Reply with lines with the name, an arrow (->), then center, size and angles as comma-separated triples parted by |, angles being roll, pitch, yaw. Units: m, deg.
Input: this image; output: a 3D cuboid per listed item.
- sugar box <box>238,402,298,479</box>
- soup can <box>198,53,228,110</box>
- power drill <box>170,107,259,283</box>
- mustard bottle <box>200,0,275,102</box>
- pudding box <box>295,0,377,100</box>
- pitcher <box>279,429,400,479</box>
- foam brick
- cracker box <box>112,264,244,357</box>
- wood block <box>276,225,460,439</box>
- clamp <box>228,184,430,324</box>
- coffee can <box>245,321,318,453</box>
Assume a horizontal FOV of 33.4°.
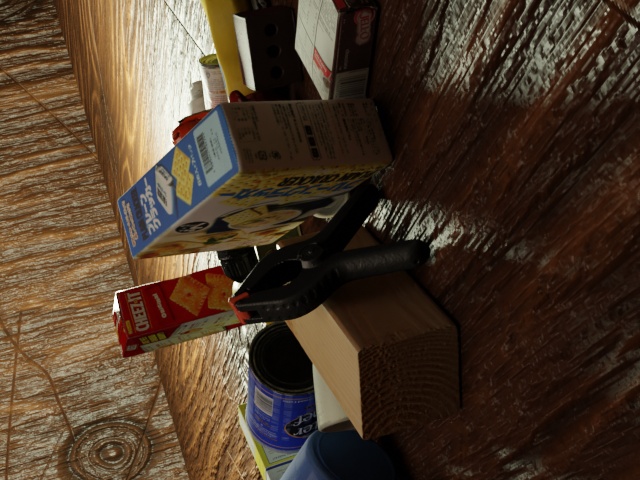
sugar box -> -0.035, 0.272, 1.358 | 0.176, 0.093, 0.048 | -119, 21, -44
soup can -> -0.106, -0.170, 1.273 | 0.069, 0.068, 0.102 | -133, 33, -61
power drill -> -0.114, -0.061, 1.180 | 0.188, 0.057, 0.184 | -113, 5, -70
mustard bottle -> -0.084, -0.194, 1.179 | 0.096, 0.058, 0.191 | -37, -67, -82
pudding box -> 0.011, -0.181, 0.914 | 0.113, 0.039, 0.090 | 99, 153, -50
pitcher -> -0.005, 0.323, 1.129 | 0.243, 0.149, 0.145 | -62, 33, 26
foam brick -> -0.055, -0.198, 1.099 | 0.051, 0.053, 0.078 | -139, 37, -64
cracker box -> -0.167, 0.087, 1.432 | 0.164, 0.213, 0.072 | 128, 127, -71
wood block -> 0.038, 0.073, 0.946 | 0.206, 0.090, 0.091 | -129, 30, -58
clamp -> 0.007, 0.023, 0.899 | 0.039, 0.171, 0.120 | 59, 168, -31
coffee can -> -0.036, 0.174, 1.262 | 0.140, 0.102, 0.103 | 97, 154, -51
